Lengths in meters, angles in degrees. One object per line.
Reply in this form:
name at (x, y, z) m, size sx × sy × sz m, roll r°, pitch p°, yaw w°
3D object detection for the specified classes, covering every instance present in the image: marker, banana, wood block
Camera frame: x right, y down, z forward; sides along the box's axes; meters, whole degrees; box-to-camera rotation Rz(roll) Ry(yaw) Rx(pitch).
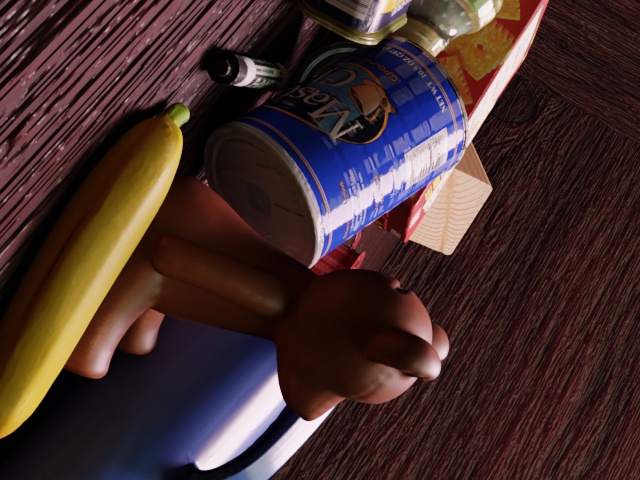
marker at (-0.041, -0.098, 0.625) m, size 0.020 × 0.020 × 0.121 m, roll -60°, pitch 174°, yaw 11°
banana at (-0.116, 0.016, 0.520) m, size 0.198 × 0.037 × 0.069 m, roll -58°, pitch 172°, yaw -2°
wood block at (0.108, -0.085, 1.159) m, size 0.091 × 0.090 × 0.206 m, roll -61°, pitch -163°, yaw 24°

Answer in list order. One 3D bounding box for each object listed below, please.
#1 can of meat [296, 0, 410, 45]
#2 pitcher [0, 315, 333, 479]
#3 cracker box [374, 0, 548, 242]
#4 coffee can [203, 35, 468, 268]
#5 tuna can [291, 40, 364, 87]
can of meat at (0.037, -0.180, 0.673) m, size 0.084 × 0.057 × 0.102 m, roll -64°, pitch 171°, yaw 29°
pitcher at (-0.102, 0.126, 0.680) m, size 0.242 × 0.145 × 0.149 m, roll -48°, pitch 176°, yaw -39°
cracker box at (0.103, -0.117, 0.893) m, size 0.213 × 0.072 × 0.164 m, roll -57°, pitch 172°, yaw -8°
coffee can at (0.011, -0.057, 0.683) m, size 0.140 × 0.103 × 0.103 m, roll -34°, pitch 161°, yaw -31°
tuna can at (0.022, -0.103, 0.783) m, size 0.086 × 0.086 × 0.033 m, roll -59°, pitch 171°, yaw 10°
